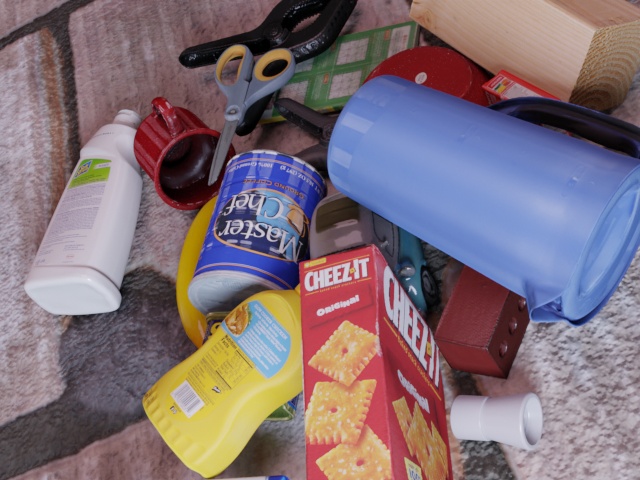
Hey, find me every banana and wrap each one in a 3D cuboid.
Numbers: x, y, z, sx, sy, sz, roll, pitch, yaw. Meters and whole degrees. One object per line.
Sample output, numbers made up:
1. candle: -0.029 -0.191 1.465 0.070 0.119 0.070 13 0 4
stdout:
1. banana: -0.109 0.021 1.056 0.070 0.037 0.197 -2 56 28

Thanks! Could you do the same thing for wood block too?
1. wood block: 0.190 -0.206 0.985 0.090 0.091 0.206 -18 45 -35

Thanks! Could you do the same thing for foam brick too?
1. foam brick: 0.135 0.065 0.876 0.051 0.053 0.078 10 63 34

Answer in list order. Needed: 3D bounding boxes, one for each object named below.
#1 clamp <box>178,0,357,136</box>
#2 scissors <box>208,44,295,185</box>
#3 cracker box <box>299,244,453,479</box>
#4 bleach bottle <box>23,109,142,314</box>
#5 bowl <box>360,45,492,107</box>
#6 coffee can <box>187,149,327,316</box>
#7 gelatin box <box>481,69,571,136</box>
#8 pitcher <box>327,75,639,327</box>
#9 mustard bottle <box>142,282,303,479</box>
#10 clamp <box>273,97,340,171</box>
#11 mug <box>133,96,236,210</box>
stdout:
1. clamp: -0.044 -0.210 1.174 0.210 0.036 0.165 -32 51 3
2. scissors: -0.069 -0.136 1.088 0.096 0.016 0.202 -11 48 6
3. cracker box: 0.048 0.136 0.797 0.072 0.164 0.213 -15 51 17
4. bleach bottle: -0.235 -0.041 1.158 0.103 0.068 0.250 -6 52 25
5. bowl: 0.099 -0.134 1.012 0.162 0.055 0.162 -6 51 7
6. coffee can: -0.057 0.001 0.997 0.103 0.102 0.140 -4 55 27
7. gelatin box: 0.186 -0.100 0.946 0.030 0.089 0.073 -41 46 -10
8. pitcher: 0.134 -0.049 0.843 0.243 0.149 0.145 28 111 29
9. mustard bottle: -0.053 0.098 0.879 0.191 0.058 0.096 -45 46 -3
10. clamp: 0.007 -0.090 1.069 0.172 0.039 0.120 7 65 30
11. mug: -0.150 -0.099 1.120 0.093 0.117 0.082 -32 41 -12
